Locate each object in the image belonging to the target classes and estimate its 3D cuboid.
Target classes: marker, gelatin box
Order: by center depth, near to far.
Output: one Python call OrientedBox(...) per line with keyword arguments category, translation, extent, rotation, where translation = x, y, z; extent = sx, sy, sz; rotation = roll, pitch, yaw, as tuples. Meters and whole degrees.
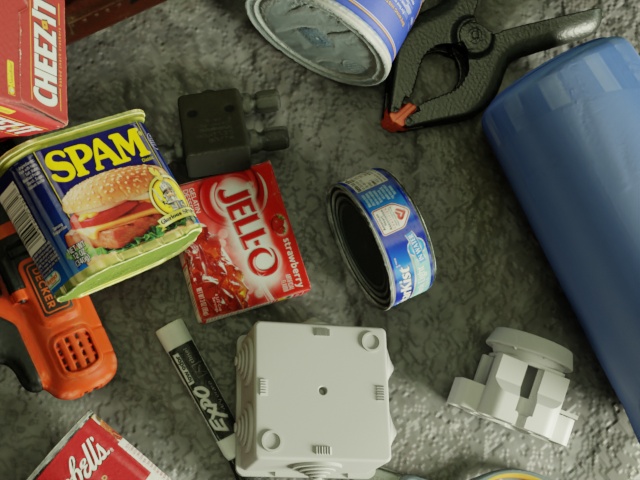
OrientedBox(category="marker", translation=(-0.066, 0.106, 0.668), extent=(0.020, 0.020, 0.121), rotation=(-28, 85, -13))
OrientedBox(category="gelatin box", translation=(-0.055, 0.001, 0.683), extent=(0.073, 0.030, 0.089), rotation=(-16, 83, -12))

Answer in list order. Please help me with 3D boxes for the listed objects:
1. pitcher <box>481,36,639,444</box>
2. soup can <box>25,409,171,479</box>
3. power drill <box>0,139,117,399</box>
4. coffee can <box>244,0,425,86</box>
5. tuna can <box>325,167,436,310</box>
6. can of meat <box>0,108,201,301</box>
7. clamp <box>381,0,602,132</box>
OrientedBox(category="pitcher", translation=(0.212, -0.005, 0.686), extent=(0.145, 0.149, 0.243), rotation=(-28, 82, 2))
OrientedBox(category="soup can", translation=(-0.120, 0.158, 0.626), extent=(0.102, 0.068, 0.068), rotation=(41, 77, -1))
OrientedBox(category="power drill", translation=(-0.234, 0.034, 0.624), extent=(0.187, 0.057, 0.184), rotation=(-24, 84, -20))
OrientedBox(category="coffee can", translation=(0.028, -0.187, 0.691), extent=(0.103, 0.103, 0.140), rotation=(29, 77, -3))
OrientedBox(category="tuna can", translation=(0.037, -0.002, 0.670), extent=(0.033, 0.086, 0.086), rotation=(-24, 85, -14))
OrientedBox(category="can of meat", translation=(-0.129, -0.020, 0.623), extent=(0.101, 0.058, 0.084), rotation=(-25, 83, -44))
OrientedBox(category="clamp", translation=(0.111, -0.133, 0.729), extent=(0.120, 0.039, 0.171), rotation=(33, 83, 2))
